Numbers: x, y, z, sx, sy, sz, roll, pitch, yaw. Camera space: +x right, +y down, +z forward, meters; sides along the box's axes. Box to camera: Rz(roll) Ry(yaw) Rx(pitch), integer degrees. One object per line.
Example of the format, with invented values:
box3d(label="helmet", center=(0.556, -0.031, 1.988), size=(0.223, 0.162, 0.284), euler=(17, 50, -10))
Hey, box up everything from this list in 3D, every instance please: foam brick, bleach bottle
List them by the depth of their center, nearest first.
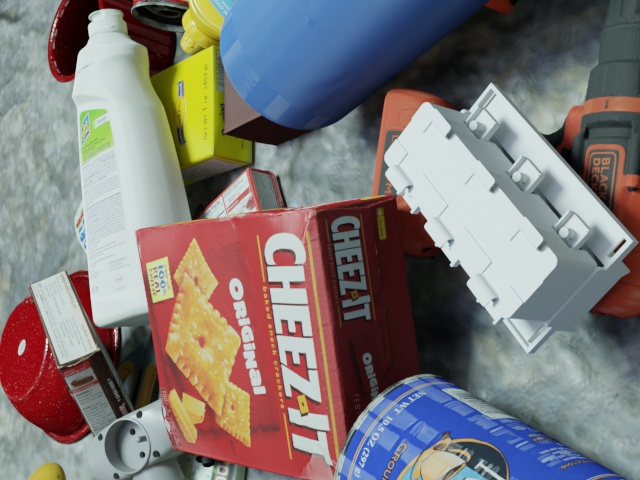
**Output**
box3d(label="foam brick", center=(-0.037, -0.117, 0.799), size=(0.053, 0.051, 0.078), euler=(-17, 68, 44))
box3d(label="bleach bottle", center=(-0.149, -0.062, 0.840), size=(0.103, 0.067, 0.251), euler=(-18, 77, 46))

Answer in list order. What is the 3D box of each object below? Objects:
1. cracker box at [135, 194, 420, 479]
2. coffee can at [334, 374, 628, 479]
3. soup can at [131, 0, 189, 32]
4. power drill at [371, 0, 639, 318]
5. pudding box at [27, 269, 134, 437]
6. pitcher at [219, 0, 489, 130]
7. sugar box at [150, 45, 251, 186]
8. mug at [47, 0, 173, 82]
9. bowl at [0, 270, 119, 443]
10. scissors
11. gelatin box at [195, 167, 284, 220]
box3d(label="cracker box", center=(-0.033, 0.062, 0.689), size=(0.214, 0.071, 0.164), euler=(-4, 95, 54))
box3d(label="coffee can", center=(0.089, 0.142, 0.553), size=(0.141, 0.102, 0.103), euler=(25, 99, 48))
box3d(label="soup can", center=(-0.120, -0.237, 0.909), size=(0.069, 0.068, 0.102), euler=(-1, 79, 48))
box3d(label="power drill", center=(0.116, -0.055, 0.607), size=(0.188, 0.057, 0.184), euler=(3, 83, 49))
box3d(label="pudding box", center=(-0.193, 0.091, 0.859), size=(0.114, 0.039, 0.090), euler=(50, 162, 47))
box3d(label="pitcher", center=(0.026, -0.173, 0.641), size=(0.243, 0.144, 0.149), euler=(-37, 46, 54))
box3d(label="sugar box", center=(-0.128, -0.092, 0.898), size=(0.177, 0.048, 0.093), euler=(-14, 72, 44))
box3d(label="mug", center=(-0.179, -0.173, 0.949), size=(0.117, 0.081, 0.093), euler=(27, 101, 48))
box3d(label="bowl", center=(-0.250, 0.103, 0.979), size=(0.162, 0.055, 0.162), euler=(-16, 68, 45))
box3d(label="scissors", center=(-0.140, 0.072, 0.888), size=(0.096, 0.016, 0.201), euler=(-11, 66, 47))
box3d(label="gelatin box", center=(-0.055, 0.001, 0.806), size=(0.073, 0.030, 0.089), euler=(-42, 52, 36))
